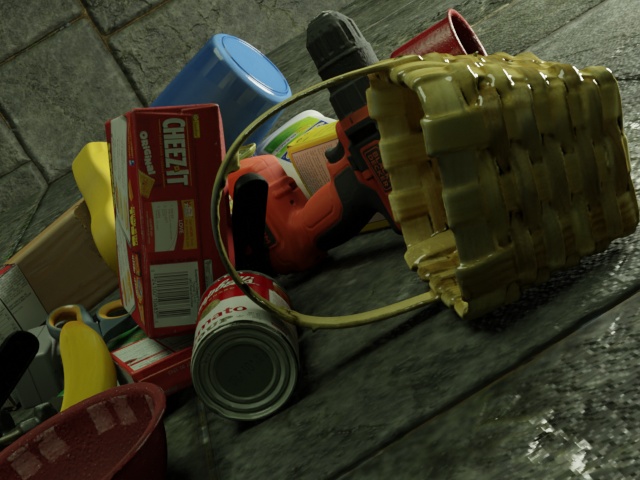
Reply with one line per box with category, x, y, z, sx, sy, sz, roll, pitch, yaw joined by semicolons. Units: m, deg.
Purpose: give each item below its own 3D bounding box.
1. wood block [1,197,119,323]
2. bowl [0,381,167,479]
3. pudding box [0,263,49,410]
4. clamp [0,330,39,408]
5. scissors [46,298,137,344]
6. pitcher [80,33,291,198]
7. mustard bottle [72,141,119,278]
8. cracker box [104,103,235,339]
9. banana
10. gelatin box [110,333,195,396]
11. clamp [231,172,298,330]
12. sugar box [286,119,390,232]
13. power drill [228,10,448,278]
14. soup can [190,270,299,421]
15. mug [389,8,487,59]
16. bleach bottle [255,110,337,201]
wood block;-0.283;0.045;1.112;0.206;0.090;0.090;-36;13;20
bowl;-0.147;0.153;0.623;0.162;0.055;0.162;-27;16;8
pudding box;-0.299;0.091;1.011;0.039;0.113;0.089;-15;21;38
clamp;-0.276;0.177;0.761;0.210;0.036;0.164;-44;26;19
scissors;-0.177;0.084;0.912;0.096;0.016;0.202;-17;20;-26
pitcher;-0.145;-0.110;1.177;0.243;0.149;0.144;-47;-22;22
mustard bottle;-0.176;-0.011;1.026;0.058;0.096;0.192;-46;46;22
cracker box;-0.123;-0.020;0.848;0.072;0.164;0.214;-5;5;-15
banana;-0.177;0.123;0.747;0.070;0.037;0.197;-1;39;10
gelatin box;-0.112;0.090;0.794;0.073;0.030;0.089;-23;12;-20
clamp;-0.054;0.027;0.825;0.039;0.120;0.172;-7;-13;-13
sugar box;0.057;-0.061;0.856;0.177;0.093;0.048;-13;22;48
power drill;0.004;-0.061;0.818;0.057;0.184;0.188;-30;1;-41
soup can;-0.049;0.067;0.694;0.068;0.068;0.102;-30;15;5
mug;0.133;-0.183;1.141;0.082;0.093;0.117;-29;-17;24
bleach bottle;0.011;-0.081;1.073;0.102;0.068;0.251;-38;18;-11
